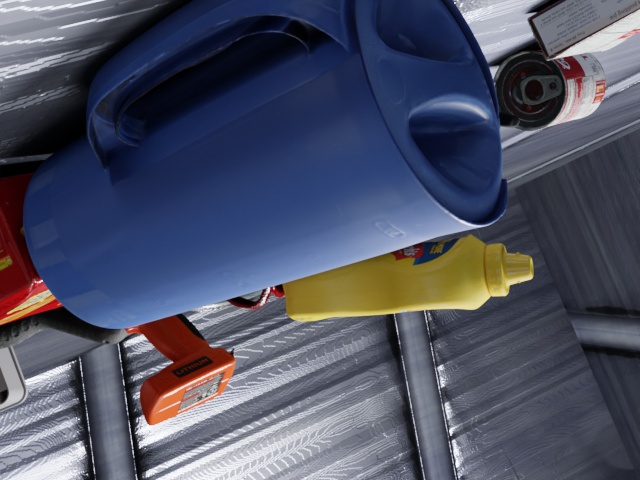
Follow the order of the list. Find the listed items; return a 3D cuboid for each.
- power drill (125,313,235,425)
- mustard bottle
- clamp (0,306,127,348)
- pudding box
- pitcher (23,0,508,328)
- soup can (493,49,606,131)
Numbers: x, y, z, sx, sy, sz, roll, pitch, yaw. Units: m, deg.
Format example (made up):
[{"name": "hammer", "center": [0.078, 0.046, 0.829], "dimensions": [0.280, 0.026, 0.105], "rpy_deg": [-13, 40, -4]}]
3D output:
[{"name": "power drill", "center": [-0.188, 0.091, 1.050], "dimensions": [0.184, 0.188, 0.057], "rpy_deg": [-21, 147, -39]}, {"name": "mustard bottle", "center": [0.072, 0.029, 0.851], "dimensions": [0.192, 0.058, 0.096], "rpy_deg": [-5, -172, 18]}, {"name": "clamp", "center": [-0.228, 0.037, 0.875], "dimensions": [0.172, 0.120, 0.039], "rpy_deg": [-5, 137, 14]}, {"name": "pudding box", "center": [0.218, -0.170, 0.757], "dimensions": [0.114, 0.039, 0.089], "rpy_deg": [-28, 173, 42]}, {"name": "pitcher", "center": [-0.042, -0.040, 0.536], "dimensions": [0.243, 0.149, 0.144], "rpy_deg": [-21, -167, 32]}, {"name": "soup can", "center": [0.204, -0.135, 0.943], "dimensions": [0.069, 0.068, 0.102], "rpy_deg": [-25, 176, 36]}]
